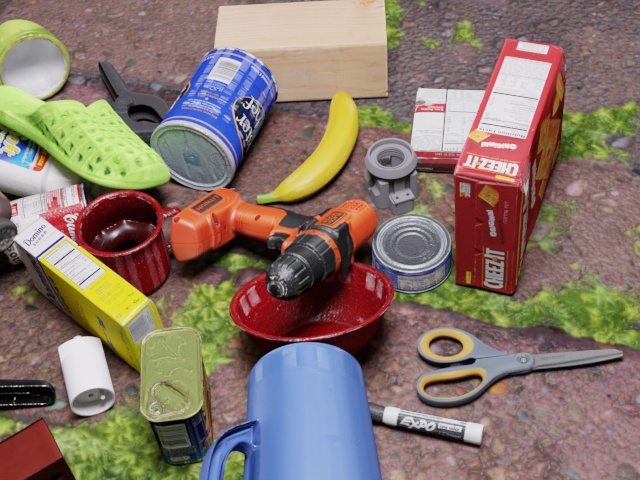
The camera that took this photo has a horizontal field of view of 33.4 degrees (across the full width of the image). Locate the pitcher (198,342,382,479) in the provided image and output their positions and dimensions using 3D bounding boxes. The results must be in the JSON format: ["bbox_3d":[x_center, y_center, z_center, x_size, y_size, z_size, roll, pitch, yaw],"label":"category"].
[{"bbox_3d":[-0.016,0.205,0.900,0.145,0.149,0.243,-14,44,9],"label":"pitcher"}]

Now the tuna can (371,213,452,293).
[{"bbox_3d":[0.096,0.013,1.125,0.086,0.034,0.086,-3,48,3],"label":"tuna can"}]

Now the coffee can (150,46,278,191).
[{"bbox_3d":[-0.121,-0.142,1.239,0.103,0.103,0.140,12,51,16],"label":"coffee can"}]

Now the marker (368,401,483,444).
[{"bbox_3d":[0.091,0.170,0.997,0.121,0.020,0.020,10,50,14],"label":"marker"}]

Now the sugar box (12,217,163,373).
[{"bbox_3d":[-0.233,0.056,1.083,0.176,0.093,0.048,30,59,29],"label":"sugar box"}]

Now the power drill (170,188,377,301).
[{"bbox_3d":[-0.057,0.001,1.089,0.188,0.057,0.184,10,26,27],"label":"power drill"}]

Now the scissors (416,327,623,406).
[{"bbox_3d":[0.183,0.107,1.044,0.201,0.016,0.096,-17,49,-9],"label":"scissors"}]

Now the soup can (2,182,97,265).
[{"bbox_3d":[-0.299,-0.018,1.169,0.102,0.068,0.068,-16,49,-4],"label":"soup can"}]

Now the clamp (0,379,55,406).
[{"bbox_3d":[-0.386,0.158,1.025,0.210,0.036,0.164,14,29,21],"label":"clamp"}]

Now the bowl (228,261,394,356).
[{"bbox_3d":[-0.006,0.078,1.044,0.162,0.055,0.162,-6,24,3],"label":"bowl"}]

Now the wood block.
[{"bbox_3d":[-0.021,-0.233,1.318,0.206,0.090,0.091,-2,49,3],"label":"wood block"}]

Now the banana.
[{"bbox_3d":[0.003,-0.107,1.239,0.070,0.037,0.197,22,54,21],"label":"banana"}]

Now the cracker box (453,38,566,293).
[{"bbox_3d":[0.198,-0.078,1.108,0.072,0.164,0.213,11,50,18],"label":"cracker box"}]

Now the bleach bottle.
[{"bbox_3d":[-0.350,-0.099,1.254,0.251,0.068,0.102,17,46,16],"label":"bleach bottle"}]

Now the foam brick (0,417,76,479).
[{"bbox_3d":[-0.272,0.212,0.976,0.078,0.053,0.051,-30,52,-18],"label":"foam brick"}]

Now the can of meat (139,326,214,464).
[{"bbox_3d":[-0.132,0.147,0.997,0.057,0.084,0.102,-7,48,-1],"label":"can of meat"}]

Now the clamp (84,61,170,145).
[{"bbox_3d":[-0.242,-0.166,1.317,0.171,0.039,0.120,19,57,13],"label":"clamp"}]

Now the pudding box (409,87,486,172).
[{"bbox_3d":[0.151,-0.129,1.242,0.090,0.039,0.113,3,51,8],"label":"pudding box"}]

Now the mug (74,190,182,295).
[{"bbox_3d":[-0.195,0.002,1.133,0.117,0.081,0.093,-27,51,-17],"label":"mug"}]
